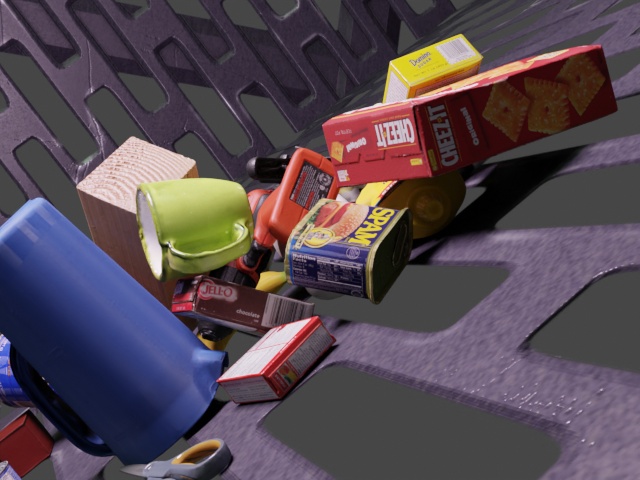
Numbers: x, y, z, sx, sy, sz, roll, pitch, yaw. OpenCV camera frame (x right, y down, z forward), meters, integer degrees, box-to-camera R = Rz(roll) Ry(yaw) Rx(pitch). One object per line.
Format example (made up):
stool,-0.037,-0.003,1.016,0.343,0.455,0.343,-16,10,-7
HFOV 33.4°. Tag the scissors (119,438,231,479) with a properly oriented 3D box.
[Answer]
scissors,-0.141,0.198,0.850,0.202,0.016,0.096,-26,14,48

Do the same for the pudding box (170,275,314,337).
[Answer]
pudding box,-0.074,0.063,0.988,0.090,0.113,0.039,171,115,-69

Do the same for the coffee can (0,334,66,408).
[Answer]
coffee can,-0.320,0.155,1.310,0.141,0.103,0.102,-4,26,31

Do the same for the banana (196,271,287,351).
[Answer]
banana,-0.095,0.082,1.185,0.070,0.037,0.197,-31,11,42

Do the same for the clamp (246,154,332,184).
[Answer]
clamp,-0.021,-0.080,1.218,0.120,0.039,0.171,4,4,-1

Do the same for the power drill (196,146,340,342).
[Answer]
power drill,-0.057,0.001,1.078,0.188,0.057,0.184,-36,30,54

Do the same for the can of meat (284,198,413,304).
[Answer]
can of meat,0.026,0.006,0.937,0.084,0.057,0.102,10,31,22

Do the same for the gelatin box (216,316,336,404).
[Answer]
gelatin box,-0.037,0.103,0.899,0.073,0.030,0.089,-44,11,-30

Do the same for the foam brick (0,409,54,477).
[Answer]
foam brick,-0.363,0.249,1.302,0.053,0.051,0.078,-38,9,-5

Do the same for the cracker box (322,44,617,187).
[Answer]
cracker box,0.133,-0.113,0.976,0.213,0.072,0.164,-19,8,-26

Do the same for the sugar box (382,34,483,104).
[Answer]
sugar box,0.108,-0.129,1.130,0.093,0.048,0.176,-23,-28,-22

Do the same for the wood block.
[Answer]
wood block,-0.176,0.005,1.138,0.090,0.206,0.090,22,52,24

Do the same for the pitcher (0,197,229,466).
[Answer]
pitcher,-0.216,0.087,0.971,0.149,0.242,0.145,-47,13,-17

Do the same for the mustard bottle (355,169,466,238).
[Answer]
mustard bottle,0.092,-0.039,1.037,0.096,0.058,0.191,-30,10,-1
